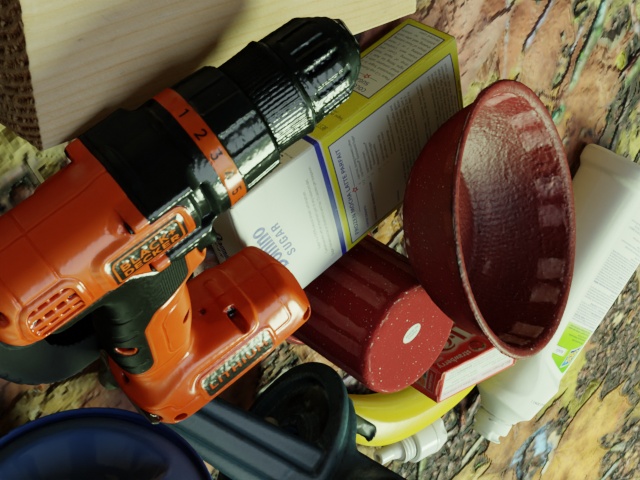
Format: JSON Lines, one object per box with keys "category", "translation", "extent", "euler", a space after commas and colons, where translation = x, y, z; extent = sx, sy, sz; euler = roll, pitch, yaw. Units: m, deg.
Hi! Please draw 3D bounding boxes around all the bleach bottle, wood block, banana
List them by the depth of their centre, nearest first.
{"category": "wood block", "translation": [-0.059, -0.125, 0.464], "extent": [0.205, 0.090, 0.091], "euler": [-27, 132, -34]}
{"category": "banana", "translation": [0.076, 0.109, 0.802], "extent": [0.197, 0.037, 0.070], "euler": [-18, 128, -39]}
{"category": "bleach bottle", "translation": [0.194, 0.052, 0.874], "extent": [0.102, 0.068, 0.251], "euler": [23, 99, -51]}

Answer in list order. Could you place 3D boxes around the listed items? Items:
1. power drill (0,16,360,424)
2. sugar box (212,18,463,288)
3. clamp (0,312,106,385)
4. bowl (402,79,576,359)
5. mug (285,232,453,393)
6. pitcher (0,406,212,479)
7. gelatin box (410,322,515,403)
{"category": "power drill", "translation": [-0.053, 0.001, 0.478], "extent": [0.184, 0.057, 0.187], "euler": [-36, 154, -11]}
{"category": "sugar box", "translation": [0.011, -0.045, 0.627], "extent": [0.176, 0.048, 0.093], "euler": [-37, 138, -21]}
{"category": "clamp", "translation": [-0.150, 0.024, 0.505], "extent": [0.171, 0.039, 0.120], "euler": [-11, 126, -50]}
{"category": "bowl", "translation": [0.095, -0.011, 0.628], "extent": [0.161, 0.055, 0.162], "euler": [7, 82, -54]}
{"category": "mug", "translation": [0.037, 0.047, 0.684], "extent": [0.117, 0.082, 0.093], "euler": [26, 94, -51]}
{"category": "pitcher", "translation": [-0.104, 0.213, 0.576], "extent": [0.144, 0.149, 0.243], "euler": [-26, 142, -24]}
{"category": "gelatin box", "translation": [0.088, 0.073, 0.763], "extent": [0.089, 0.073, 0.030], "euler": [-19, 127, -39]}
